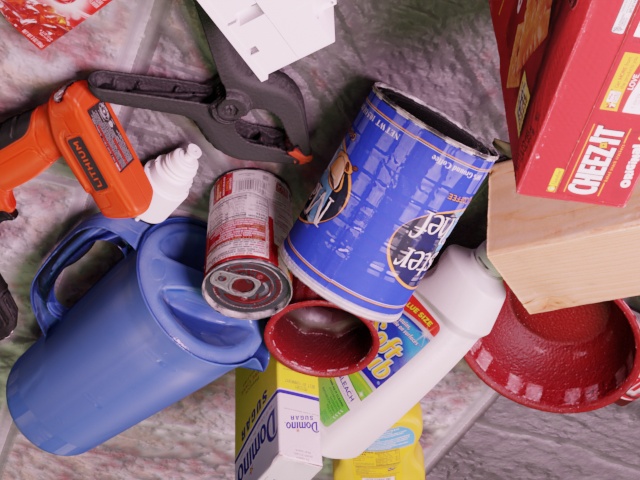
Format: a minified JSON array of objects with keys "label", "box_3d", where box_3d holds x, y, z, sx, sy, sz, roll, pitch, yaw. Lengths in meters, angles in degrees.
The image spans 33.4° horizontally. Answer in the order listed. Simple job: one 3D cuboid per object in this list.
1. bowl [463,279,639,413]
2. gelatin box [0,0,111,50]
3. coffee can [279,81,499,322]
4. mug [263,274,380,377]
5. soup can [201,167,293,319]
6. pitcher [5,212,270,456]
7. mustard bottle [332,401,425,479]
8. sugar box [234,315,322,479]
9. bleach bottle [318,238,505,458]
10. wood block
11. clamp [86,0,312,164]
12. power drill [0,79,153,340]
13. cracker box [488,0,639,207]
[{"label":"bowl","box_3d":[0.199,0.071,0.919,0.162,0.055,0.162,13,128,17]},{"label":"gelatin box","box_3d":[-0.186,-0.175,0.689,0.073,0.030,0.089,-27,131,25]},{"label":"coffee can","box_3d":[0.048,-0.027,0.765,0.102,0.103,0.140,23,108,-24]},{"label":"mug","box_3d":[0.013,0.047,0.872,0.117,0.081,0.093,-33,122,32]},{"label":"soup can","box_3d":[-0.055,0.001,0.828,0.068,0.102,0.068,-1,137,-1]},{"label":"pitcher","box_3d":[-0.172,0.085,0.909,0.144,0.149,0.243,4,148,-48]},{"label":"mustard bottle","box_3d":[0.054,0.187,1.062,0.096,0.058,0.191,-3,137,5]},{"label":"sugar box","box_3d":[-0.039,0.134,0.916,0.048,0.176,0.093,18,134,-20]},{"label":"bleach bottle","box_3d":[0.071,0.080,0.909,0.067,0.102,0.251,11,132,-40]},{"label":"wood block","box_3d":[0.235,-0.022,0.777,0.206,0.090,0.090,-13,141,28]},{"label":"clamp","box_3d":[-0.077,-0.101,0.764,0.120,0.039,0.171,-25,132,25]},{"label":"power drill","box_3d":[-0.223,-0.025,0.793,0.188,0.057,0.184,-20,110,14]},{"label":"cracker box","box_3d":[0.148,-0.151,0.588,0.072,0.213,0.164,7,136,-6]}]
